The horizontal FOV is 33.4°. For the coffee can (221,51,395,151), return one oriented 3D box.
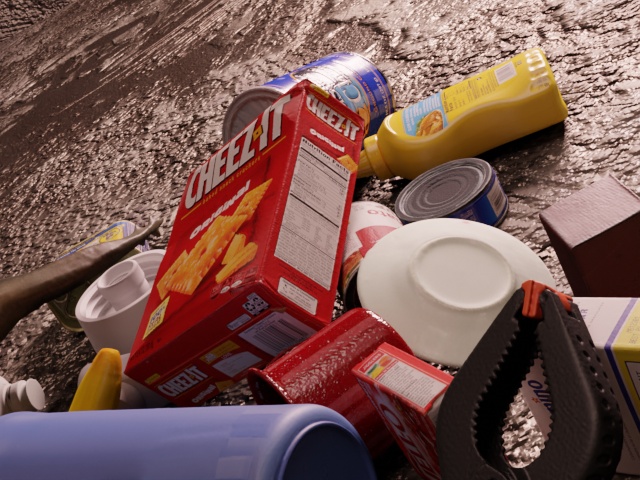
[{"bbox_3d":[-0.008,-0.107,0.975,0.103,0.103,0.140,-9,16,36],"label":"coffee can"}]

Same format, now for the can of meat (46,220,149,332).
[{"bbox_3d":[-0.212,0.032,1.032,0.102,0.057,0.084,-29,24,0],"label":"can of meat"}]

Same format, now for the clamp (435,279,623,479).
[{"bbox_3d":[0.080,0.124,0.495,0.165,0.036,0.210,-9,67,42],"label":"clamp"}]

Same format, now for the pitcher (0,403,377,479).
[{"bbox_3d":[-0.098,0.153,0.589,0.243,0.145,0.149,-12,27,35],"label":"pitcher"}]

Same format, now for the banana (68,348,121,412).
[{"bbox_3d":[-0.188,0.168,0.747,0.037,0.070,0.197,19,54,16],"label":"banana"}]

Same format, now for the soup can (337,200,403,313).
[{"bbox_3d":[0.040,0.020,0.781,0.068,0.068,0.102,-29,26,3],"label":"soup can"}]

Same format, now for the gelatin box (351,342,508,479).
[{"bbox_3d":[0.063,0.105,0.581,0.030,0.089,0.073,-39,27,-16],"label":"gelatin box"}]

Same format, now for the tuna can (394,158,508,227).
[{"bbox_3d":[0.102,-0.028,0.839,0.086,0.033,0.086,-24,27,13],"label":"tuna can"}]

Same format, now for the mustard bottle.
[{"bbox_3d":[0.114,-0.100,0.927,0.192,0.058,0.096,-23,28,14],"label":"mustard bottle"}]

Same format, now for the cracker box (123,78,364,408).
[{"bbox_3d":[-0.055,0.001,0.808,0.164,0.072,0.213,-34,33,38],"label":"cracker box"}]

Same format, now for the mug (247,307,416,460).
[{"bbox_3d":[0.009,0.092,0.662,0.081,0.093,0.117,-34,27,-18],"label":"mug"}]
